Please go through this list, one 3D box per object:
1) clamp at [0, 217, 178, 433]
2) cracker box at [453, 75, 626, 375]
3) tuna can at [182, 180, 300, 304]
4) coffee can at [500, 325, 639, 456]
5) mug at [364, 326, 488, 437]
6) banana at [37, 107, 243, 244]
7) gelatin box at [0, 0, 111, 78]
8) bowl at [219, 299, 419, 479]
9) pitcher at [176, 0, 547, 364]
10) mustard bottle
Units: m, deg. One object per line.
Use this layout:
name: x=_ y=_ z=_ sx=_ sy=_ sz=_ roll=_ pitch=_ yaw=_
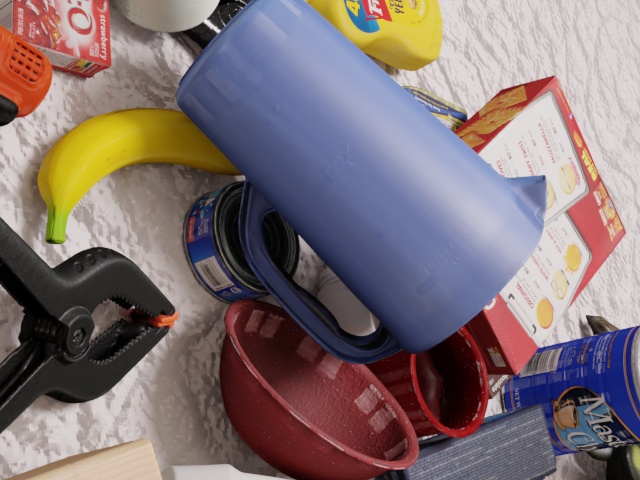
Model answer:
clamp: x=-0.152 y=0.042 z=0.602 sx=0.209 sy=0.036 sz=0.164 roll=-16 pitch=118 yaw=-59
cracker box: x=0.155 y=-0.015 z=0.890 sx=0.213 sy=0.072 sz=0.164 roll=-42 pitch=112 yaw=-38
tuna can: x=-0.055 y=0.001 z=0.766 sx=0.086 sy=0.034 sz=0.086 roll=20 pitch=61 yaw=-41
coffee can: x=0.249 y=0.136 z=0.960 sx=0.102 sy=0.141 sz=0.103 roll=20 pitch=61 yaw=-41
mug: x=0.078 y=0.116 z=0.828 sx=0.117 sy=0.082 sz=0.093 roll=31 pitch=54 yaw=-35
banana: x=-0.121 y=-0.056 z=0.719 sx=0.197 sy=0.037 sz=0.069 roll=-26 pitch=108 yaw=-48
gelatin box: x=-0.176 y=-0.159 z=0.701 sx=0.073 sy=0.030 sz=0.089 roll=11 pitch=67 yaw=-45
bowl: x=-0.013 y=0.112 z=0.719 sx=0.162 sy=0.055 sz=0.162 roll=35 pitch=15 yaw=-11
pitcher: x=0.016 y=-0.042 z=0.715 sx=0.243 sy=0.145 sz=0.149 roll=44 pitch=59 yaw=-5
mustard bottle: x=0.025 y=-0.206 z=0.915 sx=0.191 sy=0.058 sz=0.096 roll=3 pitch=73 yaw=-46
